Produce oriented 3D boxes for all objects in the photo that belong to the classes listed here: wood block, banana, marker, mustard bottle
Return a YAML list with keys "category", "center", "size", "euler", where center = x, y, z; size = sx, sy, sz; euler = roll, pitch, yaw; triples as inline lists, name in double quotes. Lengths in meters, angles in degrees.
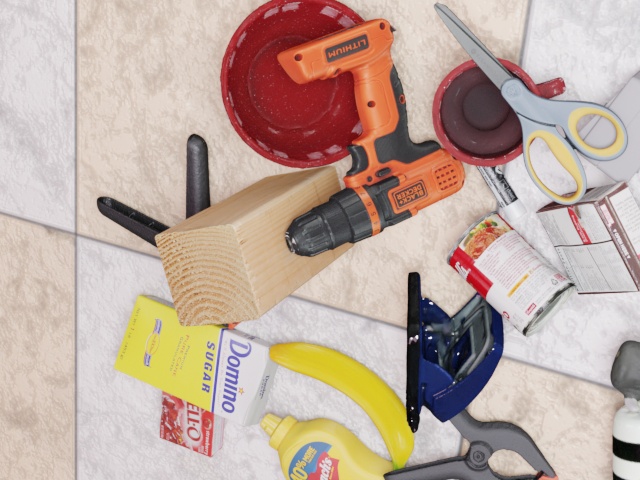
- category: "wood block"
  center: [-0.056, 0.001, 1.026]
  size: [0.090, 0.205, 0.091]
  euler: [-8, 104, 29]
- category: "banana"
  center: [0.034, 0.164, 1.124]
  size: [0.198, 0.069, 0.037]
  euler: [45, 164, 12]
- category: "marker"
  center: [0.154, -0.073, 1.001]
  size: [0.020, 0.020, 0.121]
  euler: [-32, 91, 32]
- category: "mustard bottle"
  center: [0.015, 0.250, 1.164]
  size: [0.192, 0.058, 0.096]
  euler: [34, 121, 14]

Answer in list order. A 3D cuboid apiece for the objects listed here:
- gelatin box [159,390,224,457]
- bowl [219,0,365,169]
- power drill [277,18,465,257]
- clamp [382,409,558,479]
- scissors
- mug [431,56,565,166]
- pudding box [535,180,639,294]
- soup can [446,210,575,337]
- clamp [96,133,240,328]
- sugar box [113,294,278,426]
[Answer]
- category: "gelatin box"
  center: [-0.150, 0.200, 1.249]
  size: [0.073, 0.030, 0.089]
  euler: [16, 114, 22]
- category: "bowl"
  center: [-0.020, -0.151, 1.016]
  size: [0.162, 0.055, 0.162]
  euler: [-2, 98, -15]
- category: "power drill"
  center: [0.027, -0.095, 0.975]
  size: [0.057, 0.184, 0.187]
  euler: [19, 131, 67]
- category: "clamp"
  center: [0.150, 0.221, 1.075]
  size: [0.171, 0.039, 0.120]
  euler: [27, 100, 9]
- category: "scissors"
  center: [0.180, -0.126, 0.881]
  size: [0.096, 0.016, 0.202]
  euler: [-26, 97, 16]
- category: "mug"
  center: [0.158, -0.120, 0.939]
  size: [0.117, 0.081, 0.093]
  euler: [-21, 97, 12]
- category: "pudding box"
  center: [0.245, 0.001, 0.933]
  size: [0.090, 0.039, 0.114]
  euler: [61, 167, -4]
- category: "soup can"
  center: [0.176, 0.031, 0.986]
  size: [0.102, 0.068, 0.069]
  euler: [45, 122, 20]
- category: "clamp"
  center: [-0.152, 0.005, 1.177]
  size: [0.165, 0.036, 0.210]
  euler: [-21, 97, 31]
- category: "sugar box"
  center: [-0.138, 0.133, 1.195]
  size: [0.176, 0.048, 0.093]
  euler: [19, 93, 23]
